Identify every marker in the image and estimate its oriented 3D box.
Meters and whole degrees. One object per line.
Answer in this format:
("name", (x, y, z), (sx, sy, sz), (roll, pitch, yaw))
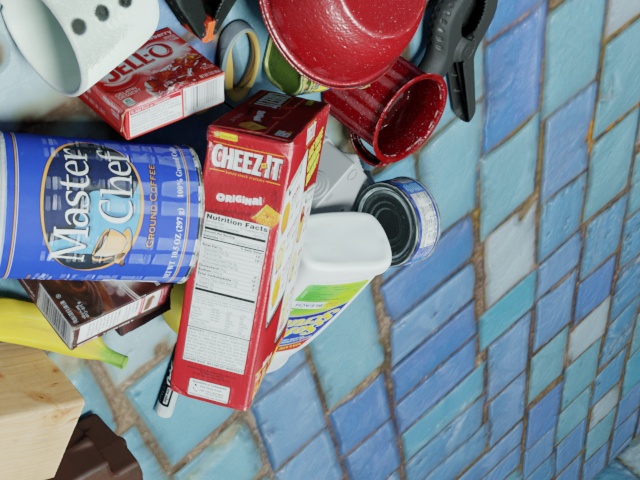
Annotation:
("marker", (-0.143, 0.129, 1.078), (0.020, 0.020, 0.121), (-13, 134, -45))

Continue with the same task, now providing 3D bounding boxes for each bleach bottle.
("bleach bottle", (-0.026, 0.068, 1.071), (0.102, 0.068, 0.251), (-3, 148, -27))

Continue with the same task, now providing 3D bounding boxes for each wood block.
("wood block", (-0.301, 0.147, 0.825), (0.205, 0.090, 0.091), (-6, 129, -50))

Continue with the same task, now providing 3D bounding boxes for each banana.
("banana", (-0.232, 0.068, 0.847), (0.197, 0.070, 0.037), (26, 78, -61))

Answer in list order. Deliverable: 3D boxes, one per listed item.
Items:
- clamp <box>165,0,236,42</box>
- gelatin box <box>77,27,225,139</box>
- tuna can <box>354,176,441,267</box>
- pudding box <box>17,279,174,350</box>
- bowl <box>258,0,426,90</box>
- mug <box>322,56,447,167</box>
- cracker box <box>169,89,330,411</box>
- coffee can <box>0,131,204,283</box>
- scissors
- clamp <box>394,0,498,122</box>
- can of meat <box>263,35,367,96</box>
("clamp", (-0.070, -0.224, 0.761), (0.120, 0.039, 0.171), (-27, 149, -26))
("gelatin box", (-0.126, -0.116, 0.775), (0.089, 0.073, 0.030), (-27, 142, -32))
("tuna can", (0.073, -0.017, 1.029), (0.033, 0.086, 0.086), (-14, 135, -42))
("pudding box", (-0.181, 0.018, 0.813), (0.089, 0.113, 0.039), (-26, 158, -34))
("bowl", (0.031, -0.199, 0.824), (0.161, 0.055, 0.162), (-2, 93, -38))
("mug", (0.054, -0.123, 0.991), (0.093, 0.082, 0.117), (-26, 142, -34))
("cracker box", (-0.056, 0.001, 0.844), (0.164, 0.072, 0.214), (-61, 163, -71))
("coffee can", (-0.164, -0.022, 0.753), (0.140, 0.103, 0.103), (2, 126, -24))
("scissors", (-0.092, -0.091, 0.903), (0.096, 0.016, 0.202), (-22, 140, -35))
("clamp", (0.136, -0.192, 1.062), (0.164, 0.036, 0.210), (-17, 133, -53))
("can of meat", (0.006, -0.174, 0.897), (0.083, 0.057, 0.102), (-16, 136, -39))
